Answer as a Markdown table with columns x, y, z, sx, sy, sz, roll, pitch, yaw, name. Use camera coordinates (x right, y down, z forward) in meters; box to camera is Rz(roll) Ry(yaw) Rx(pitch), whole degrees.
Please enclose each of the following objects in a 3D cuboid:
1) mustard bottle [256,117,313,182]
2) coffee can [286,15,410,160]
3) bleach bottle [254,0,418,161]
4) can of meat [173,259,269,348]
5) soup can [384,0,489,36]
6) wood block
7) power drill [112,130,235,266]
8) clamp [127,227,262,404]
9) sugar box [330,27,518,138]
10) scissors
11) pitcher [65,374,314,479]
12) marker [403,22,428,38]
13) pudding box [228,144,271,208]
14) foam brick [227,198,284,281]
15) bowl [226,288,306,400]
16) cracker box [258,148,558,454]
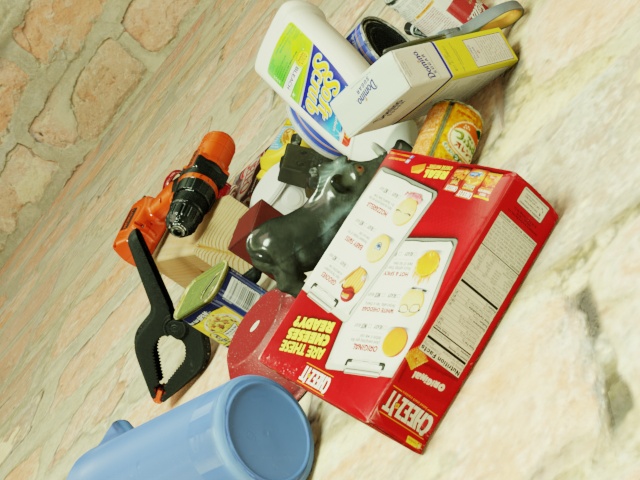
| x | y | z | sx | sy | sz | roll | pitch | yaw | name |
| --- | --- | --- | --- | --- | --- | --- | --- | --- | --- |
| -0.028 | -0.136 | 1.415 | 0.191 | 0.058 | 0.096 | -58 | 18 | -7 | mustard bottle |
| 0.042 | -0.175 | 1.242 | 0.140 | 0.102 | 0.102 | -43 | 22 | 32 | coffee can |
| 0.030 | -0.153 | 1.134 | 0.251 | 0.067 | 0.103 | 47 | 119 | 36 | bleach bottle |
| -0.103 | 0.077 | 1.205 | 0.102 | 0.084 | 0.057 | -31 | 30 | 50 | can of meat |
| 0.129 | -0.255 | 1.165 | 0.069 | 0.102 | 0.068 | -47 | 20 | 23 | soup can |
| -0.144 | 0.011 | 1.401 | 0.090 | 0.090 | 0.206 | -60 | 20 | -17 | wood block |
| -0.190 | -0.039 | 1.369 | 0.188 | 0.057 | 0.184 | -35 | 23 | 39 | power drill |
| -0.179 | 0.093 | 1.283 | 0.036 | 0.164 | 0.210 | -56 | -11 | -75 | clamp |
| 0.100 | -0.151 | 1.009 | 0.175 | 0.048 | 0.094 | -18 | -13 | -45 | sugar box |
| 0.120 | -0.191 | 1.057 | 0.201 | 0.016 | 0.096 | -26 | -14 | -29 | scissors |
| -0.116 | 0.221 | 0.960 | 0.243 | 0.149 | 0.144 | -34 | 13 | 40 | pitcher |
| 0.126 | -0.255 | 1.299 | 0.020 | 0.020 | 0.121 | -54 | 19 | 5 | marker |
| -0.094 | -0.070 | 1.494 | 0.090 | 0.039 | 0.113 | -40 | 25 | 38 | pudding box |
| -0.058 | 0.002 | 1.231 | 0.051 | 0.078 | 0.053 | -35 | 28 | 43 | foam brick |
| -0.046 | 0.101 | 1.072 | 0.162 | 0.055 | 0.162 | -47 | 20 | 23 | bowl |
| 0.067 | 0.040 | 0.841 | 0.213 | 0.072 | 0.164 | -58 | 32 | -8 | cracker box |
